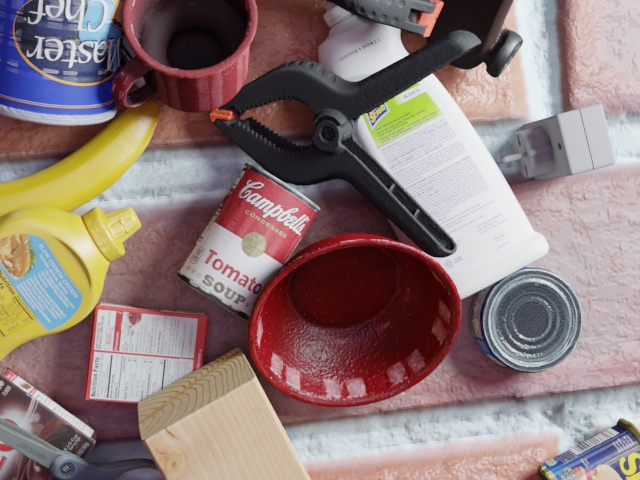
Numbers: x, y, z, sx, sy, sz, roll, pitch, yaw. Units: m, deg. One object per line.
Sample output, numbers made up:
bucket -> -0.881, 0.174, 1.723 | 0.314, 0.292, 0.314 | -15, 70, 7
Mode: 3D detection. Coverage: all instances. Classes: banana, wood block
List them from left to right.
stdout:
banana -> -0.209, -0.049, 0.807 | 0.197, 0.037, 0.069 | -17, 95, -7
wood block -> -0.047, 0.197, 0.790 | 0.090, 0.090, 0.206 | -28, 103, -6

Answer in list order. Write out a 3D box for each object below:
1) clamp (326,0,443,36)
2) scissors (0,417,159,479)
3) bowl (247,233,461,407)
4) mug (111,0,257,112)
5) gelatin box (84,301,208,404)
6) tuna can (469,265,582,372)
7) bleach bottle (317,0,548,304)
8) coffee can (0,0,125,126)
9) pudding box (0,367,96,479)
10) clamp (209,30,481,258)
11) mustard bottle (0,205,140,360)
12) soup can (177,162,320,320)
clamp -> 0.002, -0.194, 0.776 | 0.171, 0.120, 0.039 | 28, 124, 15
scissors -> -0.190, 0.184, 0.783 | 0.201, 0.016, 0.096 | 22, 97, -33
bowl -> 0.022, 0.050, 0.810 | 0.162, 0.055, 0.162 | -5, 126, -7
mug -> -0.101, -0.135, 0.768 | 0.117, 0.081, 0.093 | -43, 81, -14
gelatin box -> -0.134, 0.088, 0.823 | 0.089, 0.030, 0.073 | 6, 91, -8
tuna can -> 0.166, 0.063, 0.861 | 0.086, 0.034, 0.086 | 0, 91, -8
bleach bottle -> 0.077, -0.081, 0.834 | 0.102, 0.068, 0.251 | -27, 92, -6
coffee can -> -0.188, -0.163, 0.754 | 0.102, 0.103, 0.140 | 8, 111, -8
pudding box -> -0.237, 0.167, 0.805 | 0.090, 0.039, 0.113 | 37, 86, -7
clamp -> 0.016, -0.072, 0.795 | 0.210, 0.036, 0.164 | 4, 106, 24
mustard bottle -> -0.219, 0.029, 0.784 | 0.191, 0.058, 0.096 | -30, 114, -1
soup can -> -0.055, 0.001, 0.814 | 0.068, 0.068, 0.102 | 33, 87, -7
